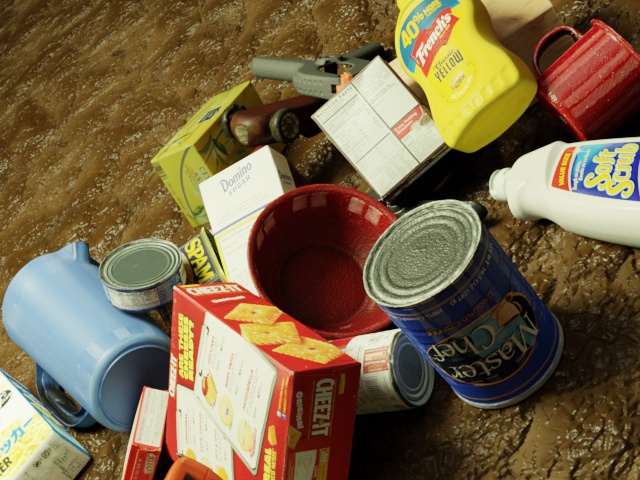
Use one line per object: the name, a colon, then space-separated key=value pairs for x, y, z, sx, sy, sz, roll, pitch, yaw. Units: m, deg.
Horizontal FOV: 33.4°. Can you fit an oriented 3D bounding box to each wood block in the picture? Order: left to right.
wood block: x=0.151 y=-0.166 z=1.085 sx=0.206 sy=0.090 sz=0.090 roll=-34 pitch=34 yaw=13

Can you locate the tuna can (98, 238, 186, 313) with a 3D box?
tuna can: x=-0.181 y=0.036 z=1.093 sx=0.086 sy=0.034 sz=0.086 roll=-6 pitch=35 yaw=4

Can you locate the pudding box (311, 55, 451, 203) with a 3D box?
pudding box: x=0.060 y=-0.106 z=1.026 sx=0.090 sy=0.039 sz=0.113 roll=-41 pitch=78 yaw=11

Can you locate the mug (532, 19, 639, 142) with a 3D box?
mug: x=0.239 y=-0.146 z=0.965 sx=0.081 sy=0.093 sz=0.117 roll=-43 pitch=66 yaw=8

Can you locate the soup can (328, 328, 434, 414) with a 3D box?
soup can: x=0.037 y=0.114 z=0.908 sx=0.102 sy=0.068 sz=0.068 roll=-14 pitch=43 yaw=35

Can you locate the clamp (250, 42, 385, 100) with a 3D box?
clamp: x=0.020 y=-0.194 z=1.214 sx=0.164 sy=0.036 sz=0.210 roll=-12 pitch=20 yaw=-13

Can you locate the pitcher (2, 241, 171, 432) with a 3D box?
pitcher: x=-0.245 y=0.119 z=1.153 sx=0.144 sy=0.149 sz=0.243 roll=-36 pitch=34 yaw=-18

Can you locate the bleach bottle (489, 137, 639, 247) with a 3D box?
bleach bottle: x=0.239 y=-0.038 z=0.880 sx=0.251 sy=0.068 sz=0.102 roll=4 pitch=55 yaw=50

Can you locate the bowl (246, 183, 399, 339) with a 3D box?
bowl: x=0.008 y=0.029 z=1.000 sx=0.055 sy=0.162 sz=0.162 roll=111 pitch=-177 yaw=-59

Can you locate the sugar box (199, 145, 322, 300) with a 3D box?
sugar box: x=-0.057 y=0.001 z=1.087 sx=0.093 sy=0.048 sz=0.176 roll=-27 pitch=62 yaw=20

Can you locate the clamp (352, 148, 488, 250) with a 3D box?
clamp: x=0.090 y=-0.043 z=1.056 sx=0.172 sy=0.039 sz=0.120 roll=-19 pitch=38 yaw=31

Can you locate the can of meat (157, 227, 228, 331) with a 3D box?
can of meat: x=-0.134 y=0.048 z=1.141 sx=0.084 sy=0.057 sz=0.102 roll=-35 pitch=43 yaw=5

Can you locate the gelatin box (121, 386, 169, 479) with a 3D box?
gelatin box: x=-0.167 y=0.195 z=1.016 sx=0.089 sy=0.030 sz=0.073 roll=-93 pitch=19 yaw=-60

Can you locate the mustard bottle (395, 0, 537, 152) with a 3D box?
mustard bottle: x=0.121 y=-0.181 z=1.000 sx=0.096 sy=0.058 sz=0.192 roll=-46 pitch=53 yaw=31

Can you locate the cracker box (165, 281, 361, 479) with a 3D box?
cracker box: x=-0.055 y=0.143 z=0.896 sx=0.214 sy=0.072 sz=0.164 roll=27 pitch=116 yaw=55

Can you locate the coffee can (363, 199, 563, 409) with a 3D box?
coffee can: x=0.113 y=0.051 z=0.835 sx=0.103 sy=0.140 sz=0.103 roll=-27 pitch=36 yaw=22
